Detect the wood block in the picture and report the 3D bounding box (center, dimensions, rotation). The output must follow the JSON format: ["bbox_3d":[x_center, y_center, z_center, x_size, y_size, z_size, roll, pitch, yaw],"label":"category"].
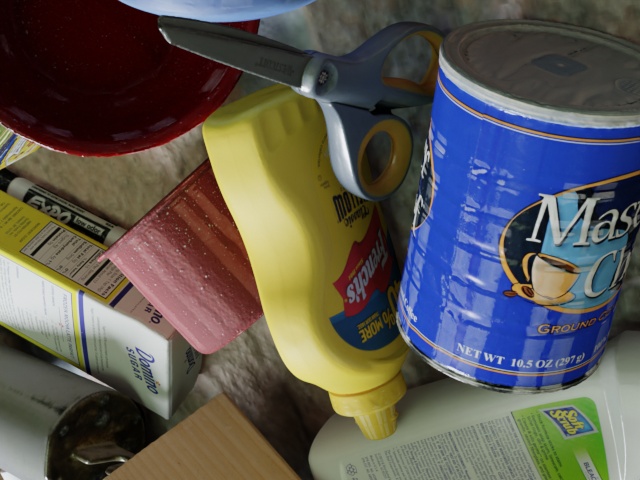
[{"bbox_3d":[-0.023,0.199,0.602,0.206,0.090,0.090,43,158,31],"label":"wood block"}]

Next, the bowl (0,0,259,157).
[{"bbox_3d":[-0.113,-0.122,0.544,0.162,0.162,0.055,57,171,-8],"label":"bowl"}]

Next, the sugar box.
[{"bbox_3d":[-0.158,0.037,0.681,0.176,0.048,0.093,25,141,12],"label":"sugar box"}]

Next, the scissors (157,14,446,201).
[{"bbox_3d":[-0.002,-0.053,0.459,0.016,0.201,0.096,25,116,32],"label":"scissors"}]

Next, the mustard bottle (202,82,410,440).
[{"bbox_3d":[0.004,0.015,0.548,0.058,0.096,0.191,-9,106,31],"label":"mustard bottle"}]

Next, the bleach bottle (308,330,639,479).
[{"bbox_3d":[0.118,0.112,0.568,0.251,0.068,0.102,-21,104,33],"label":"bleach bottle"}]

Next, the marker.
[{"bbox_3d":[-0.171,-0.020,0.683,0.121,0.020,0.020,26,125,14],"label":"marker"}]

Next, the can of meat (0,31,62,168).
[{"bbox_3d":[-0.177,-0.083,0.613,0.057,0.083,0.102,49,128,-3],"label":"can of meat"}]

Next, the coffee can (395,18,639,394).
[{"bbox_3d":[0.094,-0.017,0.486,0.103,0.102,0.140,19,123,19],"label":"coffee can"}]

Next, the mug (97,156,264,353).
[{"bbox_3d":[-0.054,0.001,0.596,0.117,0.093,0.081,-42,97,1],"label":"mug"}]
